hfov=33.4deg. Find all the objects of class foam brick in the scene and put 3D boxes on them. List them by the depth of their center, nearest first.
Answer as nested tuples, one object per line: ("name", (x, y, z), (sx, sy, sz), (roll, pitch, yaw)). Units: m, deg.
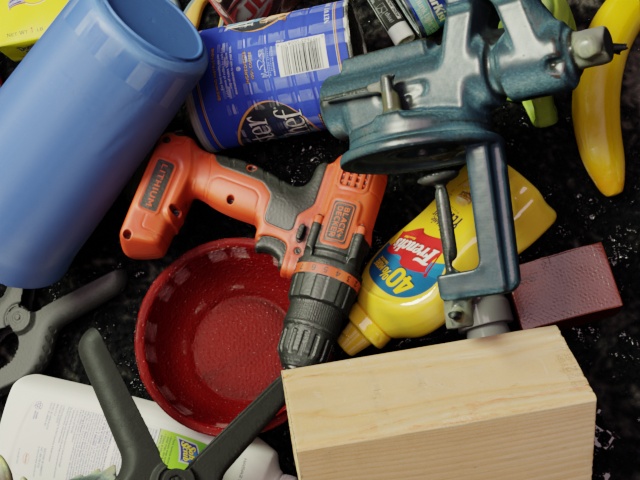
("foam brick", (0.187, 0.040, 0.825), (0.078, 0.051, 0.053), (-15, 75, 10))

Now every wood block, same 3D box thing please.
("wood block", (0.083, 0.136, 0.770), (0.206, 0.091, 0.090), (-9, 33, -4))

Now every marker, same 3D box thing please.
("marker", (0.044, -0.220, 0.925), (0.020, 0.020, 0.121), (-31, 74, 6))

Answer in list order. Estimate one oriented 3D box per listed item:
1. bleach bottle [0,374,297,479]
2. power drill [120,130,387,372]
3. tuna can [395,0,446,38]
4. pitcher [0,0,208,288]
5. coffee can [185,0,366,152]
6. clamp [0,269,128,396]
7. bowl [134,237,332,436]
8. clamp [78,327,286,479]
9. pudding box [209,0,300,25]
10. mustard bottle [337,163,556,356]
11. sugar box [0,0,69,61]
("bleach bottle", (-0.136, 0.185, 0.868), (0.251, 0.068, 0.102), (13, 91, 12))
("power drill", (-0.055, 0.001, 0.832), (0.188, 0.057, 0.184), (16, 69, 8))
("tuna can", (0.076, -0.211, 0.881), (0.034, 0.086, 0.086), (-31, 74, 7))
("pitcher", (-0.193, -0.089, 0.839), (0.243, 0.144, 0.149), (-46, 49, 27))
("coffee can", (-0.034, -0.135, 0.884), (0.140, 0.102, 0.103), (-10, 77, 11))
("clamp", (-0.245, 0.069, 0.927), (0.120, 0.039, 0.171), (20, 83, 23))
("bowl", (-0.066, 0.082, 0.868), (0.162, 0.055, 0.162), (-2, 73, 7))
("clamp", (-0.097, 0.171, 0.763), (0.164, 0.036, 0.210), (7, 68, -18))
("pudding box", (-0.044, -0.230, 0.910), (0.039, 0.090, 0.113), (41, 89, 21))
("mustard bottle", (0.087, 0.019, 0.837), (0.191, 0.058, 0.096), (-44, 35, 3))
("sugar box", (-0.255, -0.262, 0.990), (0.093, 0.048, 0.176), (-9, 79, 11))
